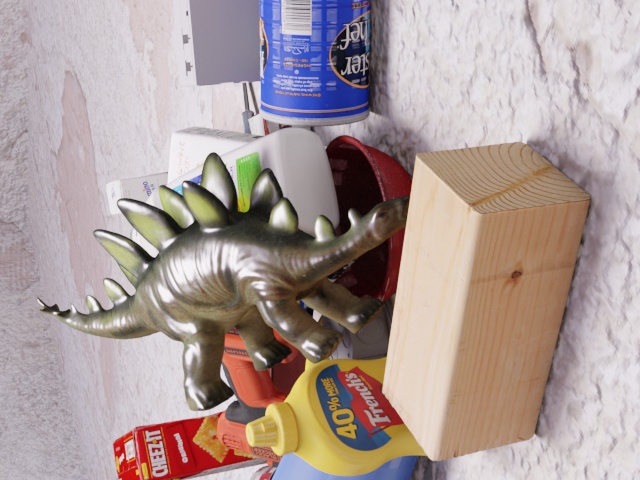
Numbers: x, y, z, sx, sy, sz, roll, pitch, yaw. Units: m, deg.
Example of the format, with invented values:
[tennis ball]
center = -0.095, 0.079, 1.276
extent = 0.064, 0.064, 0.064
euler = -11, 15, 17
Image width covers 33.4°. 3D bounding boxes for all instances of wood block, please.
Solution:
[wood block]
center = 0.113, 0.045, 0.764
extent = 0.090, 0.090, 0.206
euler = -128, 37, -51

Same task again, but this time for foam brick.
[foam brick]
center = -0.042, 0.134, 1.243
extent = 0.053, 0.051, 0.078
euler = -135, 43, -59

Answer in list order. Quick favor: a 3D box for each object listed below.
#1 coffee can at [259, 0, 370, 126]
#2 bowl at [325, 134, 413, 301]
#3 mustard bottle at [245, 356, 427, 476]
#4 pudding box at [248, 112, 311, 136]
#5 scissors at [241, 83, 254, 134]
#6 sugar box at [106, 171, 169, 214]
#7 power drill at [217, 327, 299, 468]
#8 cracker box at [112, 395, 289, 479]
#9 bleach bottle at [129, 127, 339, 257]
[coffee can]
center = -0.005, -0.183, 0.969
extent = 0.103, 0.102, 0.140
euler = -141, 48, -61
[bowl]
center = 0.050, -0.016, 0.951
extent = 0.162, 0.055, 0.162
euler = 172, 90, -69
[mustard bottle]
center = 0.033, 0.139, 0.861
extent = 0.058, 0.191, 0.096
euler = 112, 144, -52
[pudding box]
center = -0.042, -0.102, 1.180
extent = 0.114, 0.039, 0.090
euler = 174, 86, -71
[scissors]
center = -0.088, -0.141, 1.274
extent = 0.096, 0.016, 0.202
euler = 38, -137, -84
[sugar box]
center = -0.171, -0.067, 1.327
extent = 0.093, 0.176, 0.048
euler = 178, 84, -69
[power drill]
center = -0.036, 0.157, 1.073
extent = 0.185, 0.057, 0.187
euler = 7, 128, 26
[cracker box]
center = -0.128, 0.242, 1.274
extent = 0.164, 0.213, 0.072
euler = 138, 121, -65
[bleach bottle]
center = -0.097, -0.024, 1.016
extent = 0.251, 0.067, 0.102
euler = -20, 77, 42
